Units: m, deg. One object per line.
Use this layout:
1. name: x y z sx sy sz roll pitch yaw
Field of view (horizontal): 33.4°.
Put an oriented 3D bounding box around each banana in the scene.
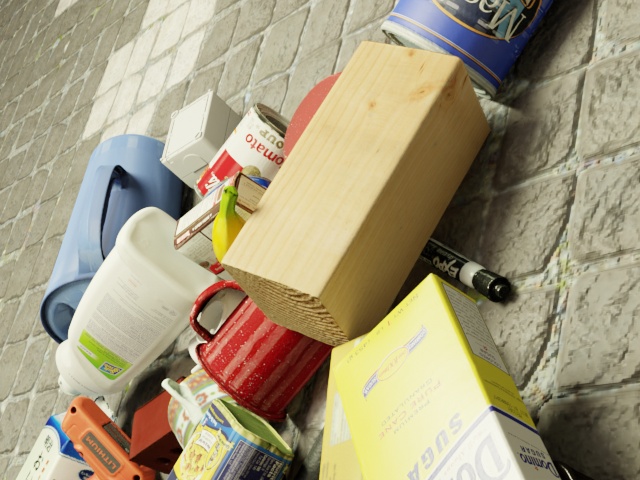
1. banana: -0.028 0.001 0.827 0.070 0.197 0.037 -49 67 18

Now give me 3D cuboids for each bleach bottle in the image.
1. bleach bottle: -0.192 0.077 1.007 0.251 0.102 0.068 -43 8 41

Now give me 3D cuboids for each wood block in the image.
1. wood block: 0.030 -0.034 0.776 0.090 0.090 0.206 18 68 35

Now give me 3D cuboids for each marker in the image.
1. marker: 0.097 0.018 0.765 0.020 0.020 0.121 -60 30 2

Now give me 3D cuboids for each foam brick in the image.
1. foam brick: -0.125 0.166 0.946 0.078 0.053 0.051 -38 37 36

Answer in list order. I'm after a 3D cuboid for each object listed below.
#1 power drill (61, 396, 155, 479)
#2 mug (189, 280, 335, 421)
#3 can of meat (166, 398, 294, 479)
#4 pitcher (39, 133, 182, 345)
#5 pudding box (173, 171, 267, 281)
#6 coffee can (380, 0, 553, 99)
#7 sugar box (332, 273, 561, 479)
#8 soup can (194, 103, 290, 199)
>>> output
1. power drill: -0.259 0.233 0.974 0.187 0.184 0.057 -45 -1 2
2. mug: -0.048 0.076 0.847 0.081 0.117 0.093 -51 11 8
3. can of meat: -0.070 0.171 0.787 0.084 0.057 0.102 -60 21 -2
4. pitcher: -0.213 -0.008 1.142 0.149 0.144 0.243 -39 34 34
5. pudding box: -0.056 0.001 0.918 0.090 0.113 0.039 -36 36 36
6. coffee can: 0.126 -0.194 0.814 0.140 0.102 0.103 -58 30 6
7. sugar box: 0.065 0.107 0.575 0.093 0.048 0.176 -47 29 20
8. soup can: -0.067 -0.074 1.042 0.102 0.068 0.068 -51 31 16
